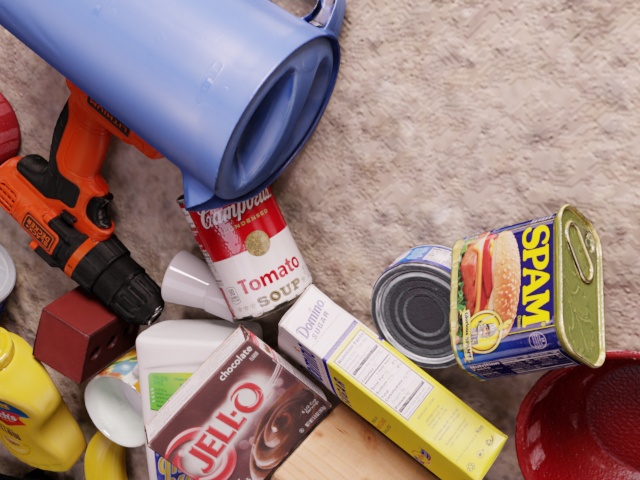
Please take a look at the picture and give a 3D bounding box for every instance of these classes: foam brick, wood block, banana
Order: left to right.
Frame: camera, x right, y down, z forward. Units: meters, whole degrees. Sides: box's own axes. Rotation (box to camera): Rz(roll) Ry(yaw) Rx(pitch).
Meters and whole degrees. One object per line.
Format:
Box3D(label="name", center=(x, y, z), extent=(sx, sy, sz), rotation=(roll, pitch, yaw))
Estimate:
Box3D(label="foam brick", center=(-0.195, 0.074, 0.903), extent=(0.051, 0.078, 0.053), rotation=(30, 123, 16))
Box3D(label="banana", center=(-0.180, 0.250, 1.002), extent=(0.070, 0.037, 0.198), rotation=(-1, 112, 31))
Box3D(label="wood block", center=(0.060, 0.234, 0.809), extent=(0.206, 0.090, 0.091), rotation=(37, 140, 13))

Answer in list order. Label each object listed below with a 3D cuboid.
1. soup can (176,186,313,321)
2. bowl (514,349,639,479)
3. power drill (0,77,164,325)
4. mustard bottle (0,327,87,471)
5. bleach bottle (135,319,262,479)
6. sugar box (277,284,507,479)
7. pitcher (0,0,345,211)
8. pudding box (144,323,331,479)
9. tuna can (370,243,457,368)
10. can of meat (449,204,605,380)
Box3D(label="soup can", center=(-0.055, 0.001, 0.795), extent=(0.069, 0.068, 0.102), rotation=(-18, 102, 34))
Box3D(label="bowl", center=(0.215, 0.134, 0.713), extent=(0.162, 0.055, 0.162), rotation=(12, 118, 24))
Box3D(label="power drill", center=(-0.169, -0.041, 0.847), extent=(0.184, 0.057, 0.188), rotation=(41, 126, 7))
Box3D(label="mustard bottle", center=(-0.270, 0.131, 0.937), extent=(0.096, 0.058, 0.191), rotation=(26, 149, 22))
Box3D(label="bleach bottle", center=(-0.090, 0.193, 0.875), extent=(0.103, 0.068, 0.251), rotation=(0, 102, 19))
Box3D(label="sugar box", center=(0.048, 0.110, 0.776), extent=(0.176, 0.048, 0.093), rotation=(35, 164, 10))
Box3D(label="pitcher", center=(-0.110, -0.149, 0.731), extent=(0.243, 0.149, 0.145), rotation=(35, 140, 14))
Box3D(label="pudding box", center=(-0.063, 0.133, 0.803), extent=(0.090, 0.039, 0.113), rotation=(41, 92, -23))
Box3D(label="tuna can", center=(0.079, 0.048, 0.763), extent=(0.086, 0.033, 0.086), rotation=(12, 118, 24))
Box3D(label="can of meat", center=(0.133, 0.037, 0.690), extent=(0.084, 0.102, 0.057), rotation=(-16, 146, 37))
